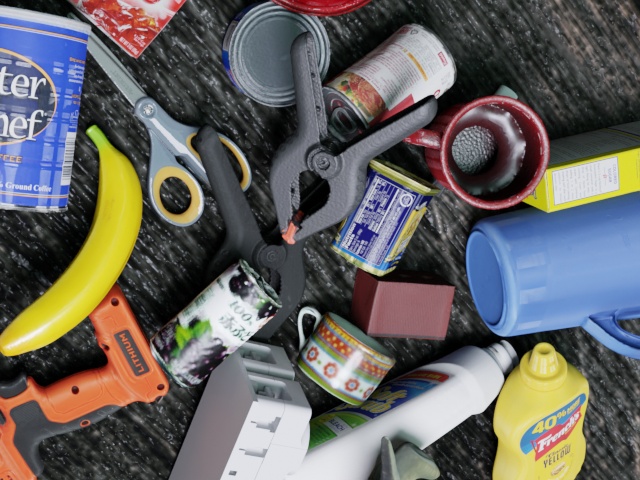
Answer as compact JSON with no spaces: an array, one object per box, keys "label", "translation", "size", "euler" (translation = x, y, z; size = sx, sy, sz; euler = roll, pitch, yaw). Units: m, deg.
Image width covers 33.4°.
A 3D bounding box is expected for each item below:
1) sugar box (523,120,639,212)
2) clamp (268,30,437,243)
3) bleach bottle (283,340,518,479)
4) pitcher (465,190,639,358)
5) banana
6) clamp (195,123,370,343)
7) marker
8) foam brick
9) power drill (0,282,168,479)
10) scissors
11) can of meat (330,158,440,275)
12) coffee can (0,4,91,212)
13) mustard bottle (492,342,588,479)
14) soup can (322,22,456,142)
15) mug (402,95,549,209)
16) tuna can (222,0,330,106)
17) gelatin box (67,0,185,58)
[{"label":"sugar box","translation":[0.260,-0.071,0.963],"size":[0.176,0.093,0.048],"euler":[-11,108,-14]},{"label":"clamp","translation":[0.000,-0.077,0.840],"size":[0.120,0.039,0.172],"euler":[38,118,4]},{"label":"bleach bottle","translation":[0.069,0.161,0.974],"size":[0.250,0.103,0.068],"euler":[-28,103,-17]},{"label":"pitcher","translation":[0.265,0.023,0.966],"size":[0.242,0.149,0.145],"euler":[-10,110,-11]},{"label":"banana","translation":[-0.187,0.008,0.847],"size":[0.069,0.037,0.197],"euler":[20,71,-6]},{"label":"clamp","translation":[-0.056,0.001,0.907],"size":[0.164,0.036,0.210],"euler":[13,104,-31]},{"label":"marker","translation":[0.133,-0.087,0.959],"size":[0.020,0.020,0.121],"euler":[37,91,-22]},{"label":"foam brick","translation":[0.072,0.056,0.961],"size":[0.078,0.053,0.051],"euler":[4,103,-19]},{"label":"power drill","translation":[-0.235,0.110,0.879],"size":[0.187,0.057,0.184],"euler":[-28,111,-6]},{"label":"scissors","translation":[-0.147,-0.088,0.873],"size":[0.201,0.016,0.096],"euler":[35,91,-22]},{"label":"can of meat","translation":[0.054,-0.020,0.910],"size":[0.057,0.102,0.084],"euler":[28,98,11]},{"label":"coffee can","translation":[-0.230,-0.098,0.791],"size":[0.102,0.103,0.140],"euler":[7,96,-19]},{"label":"mustard bottle","translation":[0.204,0.163,0.988],"size":[0.096,0.058,0.191],"euler":[-27,135,-18]},{"label":"soup can","translation":[0.055,-0.127,0.888],"size":[0.102,0.069,0.068],"euler":[-39,113,-19]},{"label":"mug","translation":[0.125,-0.079,0.906],"size":[0.117,0.081,0.093],"euler":[8,97,-10]},{"label":"tuna can","translation":[-0.037,-0.155,0.880],"size":[0.086,0.034,0.086],"euler":[-4,105,-16]},{"label":"gelatin box","translation":[-0.156,-0.199,0.834],"size":[0.089,0.030,0.073],"euler":[40,90,-23]}]
